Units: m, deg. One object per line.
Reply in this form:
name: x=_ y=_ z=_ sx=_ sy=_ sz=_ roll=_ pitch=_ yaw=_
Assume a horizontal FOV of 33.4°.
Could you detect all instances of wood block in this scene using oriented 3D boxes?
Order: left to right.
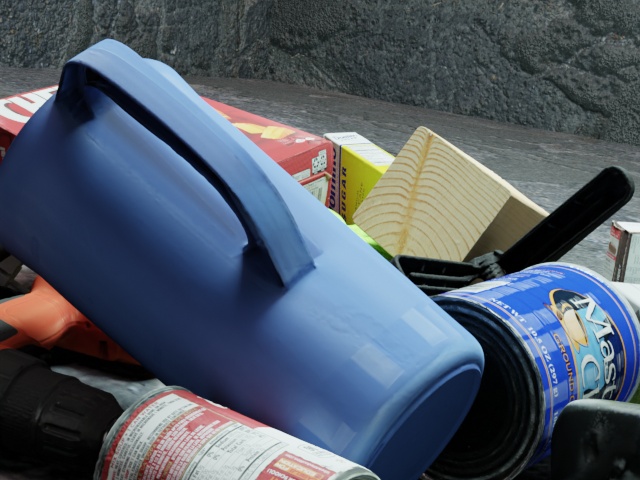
wood block: x=0.117 y=-0.014 z=0.863 sx=0.090 sy=0.091 sz=0.205 roll=40 pitch=10 yaw=21

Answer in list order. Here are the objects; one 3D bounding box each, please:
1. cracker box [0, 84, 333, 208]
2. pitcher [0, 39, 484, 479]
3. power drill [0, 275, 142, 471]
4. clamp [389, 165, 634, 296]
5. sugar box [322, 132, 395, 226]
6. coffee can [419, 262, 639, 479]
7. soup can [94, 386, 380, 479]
cracker box: x=-0.122 y=-0.055 z=0.759 sx=0.214 sy=0.072 sz=0.163 roll=22 pitch=29 yaw=30
pitcher: x=-0.042 y=0.017 z=0.523 sx=0.243 sy=0.145 sz=0.149 roll=38 pitch=15 yaw=25
power drill: x=-0.151 y=0.063 z=0.594 sx=0.185 sy=0.057 sz=0.187 roll=15 pitch=13 yaw=20
clamp: x=0.128 y=0.022 z=0.729 sx=0.164 sy=0.036 sz=0.210 roll=-24 pitch=-22 yaw=0
sugar box: x=0.052 y=-0.039 z=1.054 sx=0.048 sy=0.093 sz=0.176 roll=-6 pitch=23 yaw=-27
coffee can: x=0.106 y=0.071 z=0.592 sx=0.103 sy=0.103 sz=0.140 roll=15 pitch=15 yaw=34
soup can: x=-0.033 y=0.106 z=0.430 sx=0.102 sy=0.068 sz=0.068 roll=16 pitch=15 yaw=34
